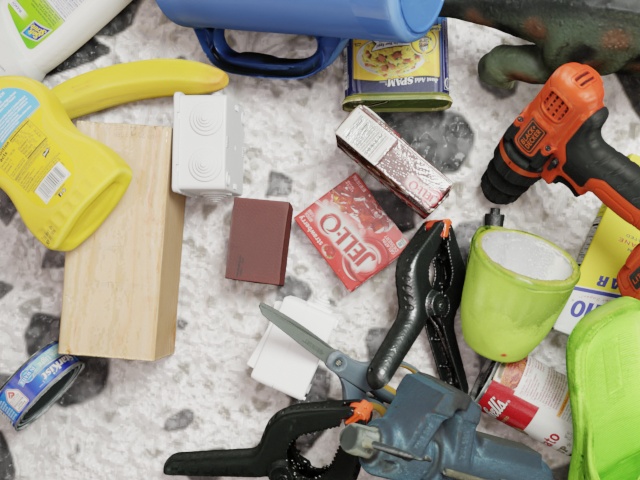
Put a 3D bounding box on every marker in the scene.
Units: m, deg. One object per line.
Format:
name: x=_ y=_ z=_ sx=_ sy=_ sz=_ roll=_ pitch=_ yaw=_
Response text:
marker: x=0.158 y=0.030 z=0.996 sx=0.020 sy=0.020 sz=0.121 roll=5 pitch=89 yaw=3

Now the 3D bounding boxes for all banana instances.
banana: x=-0.185 y=-0.138 z=0.999 sx=0.197 sy=0.037 sz=0.070 roll=-16 pitch=49 yaw=-3

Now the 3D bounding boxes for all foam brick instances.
foam brick: x=-0.056 y=0.001 z=0.991 sx=0.053 sy=0.051 sz=0.078 roll=7 pitch=88 yaw=4

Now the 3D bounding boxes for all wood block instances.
wood block: x=-0.178 y=0.001 z=0.978 sx=0.090 sy=0.091 sz=0.206 roll=4 pitch=89 yaw=4

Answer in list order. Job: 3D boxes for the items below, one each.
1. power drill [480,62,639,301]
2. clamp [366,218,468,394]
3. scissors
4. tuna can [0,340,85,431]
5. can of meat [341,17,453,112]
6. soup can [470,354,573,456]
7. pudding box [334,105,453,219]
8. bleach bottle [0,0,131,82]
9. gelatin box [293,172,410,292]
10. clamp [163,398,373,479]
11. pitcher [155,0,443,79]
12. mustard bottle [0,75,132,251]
power drill: x=0.228 y=-0.036 z=0.910 sx=0.057 sy=0.185 sz=0.188 roll=-35 pitch=76 yaw=-28
clamp: x=0.090 y=0.064 z=0.964 sx=0.039 sy=0.120 sz=0.171 roll=-7 pitch=81 yaw=43
scissors: x=0.012 y=0.127 z=0.951 sx=0.201 sy=0.016 sz=0.096 roll=21 pitch=95 yaw=-29
tuna can: x=-0.259 y=0.133 z=0.980 sx=0.034 sy=0.086 sz=0.086 roll=43 pitch=90 yaw=4
can of meat: x=0.070 y=-0.165 z=0.988 sx=0.102 sy=0.057 sz=0.084 roll=-1 pitch=86 yaw=2
soup can: x=0.195 y=0.143 z=0.966 sx=0.102 sy=0.068 sz=0.068 roll=27 pitch=90 yaw=3
pudding box: x=0.066 y=-0.069 z=0.968 sx=0.113 sy=0.090 sz=0.039 roll=42 pitch=89 yaw=4
bleach bottle: x=-0.249 y=-0.230 z=1.003 sx=0.251 sy=0.068 sz=0.102 roll=-41 pitch=79 yaw=4
gelatin box: x=0.030 y=-0.007 z=0.998 sx=0.073 sy=0.030 sz=0.089 roll=-37 pitch=87 yaw=1
clamp: x=-0.025 y=0.219 z=0.963 sx=0.210 sy=0.036 sz=0.164 roll=-36 pitch=91 yaw=24
pitcher: x=-0.018 y=-0.227 z=0.919 sx=0.243 sy=0.149 sz=0.145 roll=14 pitch=74 yaw=29
mustard bottle: x=-0.256 y=-0.085 z=0.920 sx=0.192 sy=0.058 sz=0.096 roll=43 pitch=99 yaw=15
